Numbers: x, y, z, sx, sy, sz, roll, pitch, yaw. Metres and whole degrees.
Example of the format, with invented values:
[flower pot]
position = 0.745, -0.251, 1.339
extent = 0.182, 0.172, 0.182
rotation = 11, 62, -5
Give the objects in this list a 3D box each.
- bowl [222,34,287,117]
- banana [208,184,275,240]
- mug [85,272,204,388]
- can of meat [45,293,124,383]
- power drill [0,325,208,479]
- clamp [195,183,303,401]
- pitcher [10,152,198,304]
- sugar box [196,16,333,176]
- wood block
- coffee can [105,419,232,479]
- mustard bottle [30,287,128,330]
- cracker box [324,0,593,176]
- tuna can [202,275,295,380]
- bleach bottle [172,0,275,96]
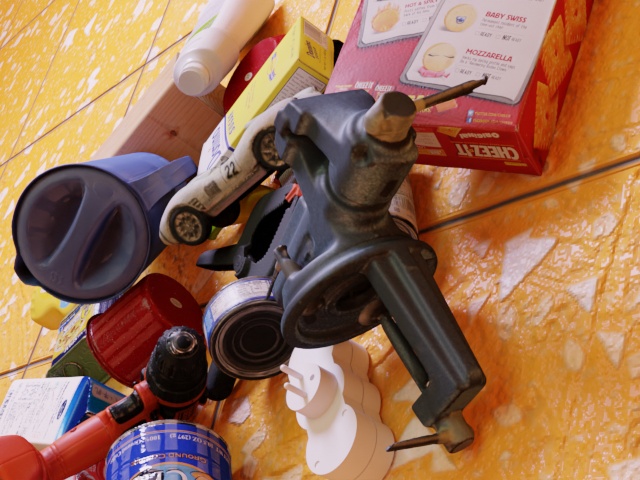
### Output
[bowl]
position = -0.055, -0.162, 1.136
extent = 0.162, 0.055, 0.162
rotation = -38, 35, 33
[banana]
position = -0.055, -0.017, 1.022
extent = 0.198, 0.037, 0.069
rotation = 19, 98, 62
[mug]
position = -0.161, 0.095, 1.035
extent = 0.082, 0.093, 0.117
rotation = -41, 64, 20
[can of meat]
position = -0.253, 0.110, 1.180
extent = 0.102, 0.057, 0.084
rotation = -41, 31, 27
[power drill]
position = -0.177, 0.150, 0.879
extent = 0.057, 0.187, 0.185
rotation = 55, 156, 19
[clamp]
position = -0.058, 0.033, 0.930
extent = 0.210, 0.036, 0.164
rotation = -46, 38, 44
[pitcher]
position = -0.201, -0.031, 1.092
extent = 0.242, 0.149, 0.145
rotation = -61, -18, -78
[sugar box]
position = -0.055, -0.120, 1.015
extent = 0.176, 0.048, 0.093
rotation = -46, 23, 28
[wood block]
position = -0.196, -0.104, 1.251
extent = 0.206, 0.090, 0.090
rotation = -46, 23, 21
[coffee can]
position = -0.114, 0.223, 0.812
extent = 0.103, 0.102, 0.140
rotation = -44, 32, 24
[mustard bottle]
position = -0.277, 0.054, 1.267
extent = 0.192, 0.058, 0.096
rotation = -12, 49, 53
[cracker box]
position = 0.111, -0.159, 0.811
extent = 0.164, 0.072, 0.213
rotation = 7, 65, 31
[tuna can]
position = -0.052, 0.073, 0.877
extent = 0.086, 0.086, 0.034
rotation = -48, 32, 17
[bleach bottle]
position = -0.120, -0.221, 1.208
extent = 0.103, 0.068, 0.250
rotation = -41, 16, 28
